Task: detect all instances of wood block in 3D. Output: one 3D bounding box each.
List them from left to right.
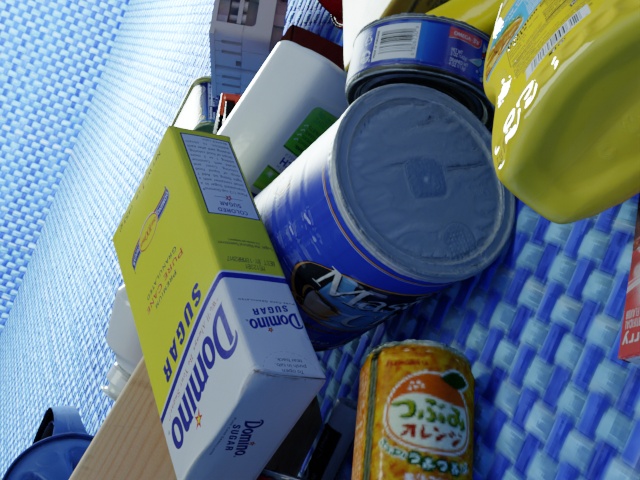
[{"bbox_3d":[-0.084,0.153,0.587,0.090,0.091,0.206,79,-147,-52],"label":"wood block"}]

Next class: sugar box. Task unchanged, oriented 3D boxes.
[{"bbox_3d":[-0.060,0.032,0.557,0.093,0.048,0.176,-58,37,33],"label":"sugar box"}]

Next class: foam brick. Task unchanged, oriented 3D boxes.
[{"bbox_3d":[-0.016,-0.126,0.867,0.053,0.051,0.078,-48,29,46],"label":"foam brick"}]

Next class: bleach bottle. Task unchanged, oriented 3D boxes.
[{"bbox_3d":[-0.055,0.001,0.690,0.068,0.102,0.251,34,90,46],"label":"bleach bottle"}]

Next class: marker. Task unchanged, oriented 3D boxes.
[{"bbox_3d":[-0.006,0.147,0.615,0.121,0.020,0.020,-66,20,10],"label":"marker"}]

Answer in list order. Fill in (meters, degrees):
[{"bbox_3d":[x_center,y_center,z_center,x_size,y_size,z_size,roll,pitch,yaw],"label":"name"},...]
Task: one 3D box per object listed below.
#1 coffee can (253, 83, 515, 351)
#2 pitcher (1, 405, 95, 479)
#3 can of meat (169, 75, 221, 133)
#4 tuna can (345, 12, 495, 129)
[{"bbox_3d":[0.022,-0.007,0.571,0.141,0.102,0.102,-37,37,57],"label":"coffee can"},{"bbox_3d":[-0.252,0.271,0.986,0.149,0.145,0.243,-50,0,-40],"label":"pitcher"},{"bbox_3d":[-0.124,-0.108,1.130,0.102,0.057,0.084,-56,26,35],"label":"can of meat"},{"bbox_3d":[0.057,-0.086,0.583,0.086,0.086,0.033,-30,45,61],"label":"tuna can"}]
